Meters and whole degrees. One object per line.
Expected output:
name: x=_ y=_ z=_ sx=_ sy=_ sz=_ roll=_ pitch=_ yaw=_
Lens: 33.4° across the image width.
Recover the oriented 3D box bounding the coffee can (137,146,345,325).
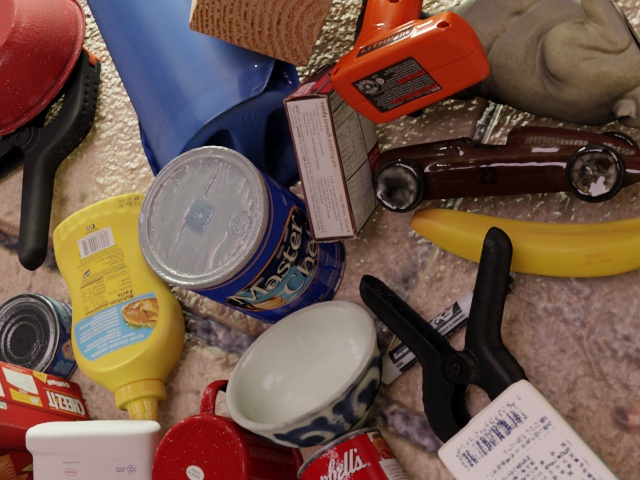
coffee can: x=-0.055 y=0.001 z=0.798 sx=0.103 sy=0.140 sz=0.103 roll=-8 pitch=72 yaw=23

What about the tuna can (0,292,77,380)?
tuna can: x=-0.250 y=0.089 z=0.926 sx=0.086 sy=0.033 sz=0.086 roll=-8 pitch=72 yaw=24

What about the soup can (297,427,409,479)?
soup can: x=0.037 y=0.191 z=0.739 sx=0.068 sy=0.068 sz=0.102 roll=-37 pitch=63 yaw=11

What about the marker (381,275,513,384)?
marker: x=0.090 y=0.062 z=0.779 sx=0.121 sy=0.020 sz=0.020 roll=-39 pitch=62 yaw=11

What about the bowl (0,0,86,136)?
bowl: x=-0.296 y=-0.178 z=0.995 sx=0.162 sy=0.055 sz=0.162 roll=-19 pitch=54 yaw=28

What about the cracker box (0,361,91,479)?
cracker box: x=-0.314 y=0.180 z=0.855 sx=0.214 sy=0.164 sz=0.072 roll=-35 pitch=61 yaw=12

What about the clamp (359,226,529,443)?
clamp: x=0.091 y=0.083 z=0.743 sx=0.120 sy=0.039 sz=0.171 roll=-13 pitch=85 yaw=39

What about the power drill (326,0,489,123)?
power drill: x=0.080 y=-0.180 z=0.725 sx=0.185 sy=0.057 sz=0.187 roll=-22 pitch=44 yaw=38

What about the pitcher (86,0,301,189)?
pitcher: x=-0.110 y=-0.140 z=0.884 sx=0.149 sy=0.145 sz=0.243 roll=-32 pitch=59 yaw=1

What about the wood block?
wood block: x=-0.041 y=-0.226 z=0.818 sx=0.206 sy=0.090 sz=0.090 roll=-95 pitch=24 yaw=-56

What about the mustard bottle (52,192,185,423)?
mustard bottle: x=-0.161 y=0.062 z=0.877 sx=0.096 sy=0.058 sz=0.191 roll=-22 pitch=66 yaw=14

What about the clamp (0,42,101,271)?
clamp: x=-0.274 y=-0.087 z=0.989 sx=0.165 sy=0.036 sz=0.210 roll=17 pitch=79 yaw=34

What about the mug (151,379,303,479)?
mug: x=-0.071 y=0.161 z=0.791 sx=0.093 sy=0.081 sz=0.117 roll=-7 pitch=72 yaw=24

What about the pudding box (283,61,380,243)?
pudding box: x=0.013 y=-0.067 z=0.788 sx=0.039 sy=0.090 sz=0.113 roll=-5 pitch=112 yaw=23

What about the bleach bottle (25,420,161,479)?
bleach bottle: x=-0.165 y=0.263 z=0.794 sx=0.102 sy=0.068 sz=0.251 roll=-1 pitch=87 yaw=0

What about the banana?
banana: x=0.160 y=-0.003 z=0.739 sx=0.198 sy=0.069 sz=0.037 roll=-2 pitch=47 yaw=36
